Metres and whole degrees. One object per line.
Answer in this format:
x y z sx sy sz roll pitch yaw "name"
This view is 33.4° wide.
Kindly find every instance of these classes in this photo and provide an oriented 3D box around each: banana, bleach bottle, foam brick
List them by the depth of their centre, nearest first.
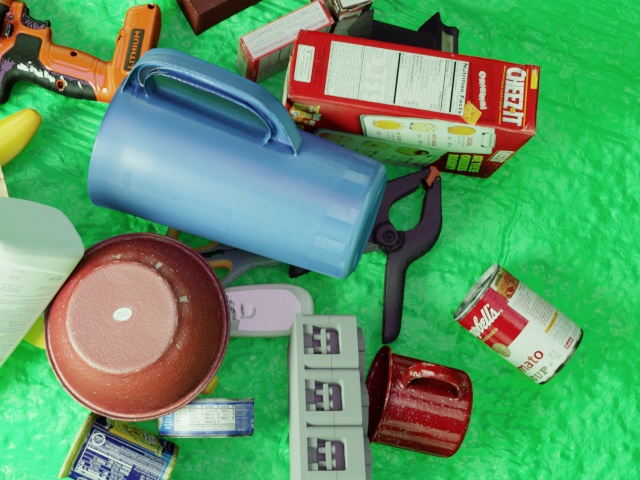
-0.300 0.077 0.885 0.251 0.102 0.068 -51 57 22 "bleach bottle"
-0.348 -0.074 0.966 0.197 0.070 0.037 -9 41 -10 "banana"
-0.099 -0.244 1.027 0.078 0.051 0.053 -31 84 -10 "foam brick"

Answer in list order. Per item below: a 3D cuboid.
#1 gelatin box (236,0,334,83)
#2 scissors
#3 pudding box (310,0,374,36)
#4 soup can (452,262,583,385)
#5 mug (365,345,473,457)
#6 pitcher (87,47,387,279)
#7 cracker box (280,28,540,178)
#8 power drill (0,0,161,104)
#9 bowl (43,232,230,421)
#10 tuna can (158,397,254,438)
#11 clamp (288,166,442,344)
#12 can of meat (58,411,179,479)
-0.035 -0.188 1.013 0.089 0.073 0.030 -29 85 -10 "gelatin box"
-0.056 0.001 0.989 0.201 0.016 0.096 -17 55 -12 "scissors"
0.009 -0.257 1.021 0.039 0.090 0.113 -22 84 -10 "pudding box"
0.184 0.078 0.993 0.102 0.068 0.068 38 78 1 "soup can"
0.089 0.142 0.951 0.081 0.117 0.093 14 52 -9 "mug"
-0.068 -0.061 0.926 0.243 0.149 0.145 19 90 6 "pitcher"
0.072 -0.121 0.966 0.213 0.164 0.072 8 80 -4 "cracker box"
-0.247 -0.198 1.001 0.187 0.057 0.184 8 83 -2 "power drill"
-0.157 0.067 0.880 0.162 0.055 0.162 -1 78 4 "bowl"
-0.100 0.156 0.940 0.086 0.086 0.034 1 82 -6 "tuna can"
0.067 0.010 1.008 0.120 0.039 0.171 45 85 -3 "clamp"
-0.170 0.188 0.918 0.084 0.102 0.057 25 87 -4 "can of meat"
